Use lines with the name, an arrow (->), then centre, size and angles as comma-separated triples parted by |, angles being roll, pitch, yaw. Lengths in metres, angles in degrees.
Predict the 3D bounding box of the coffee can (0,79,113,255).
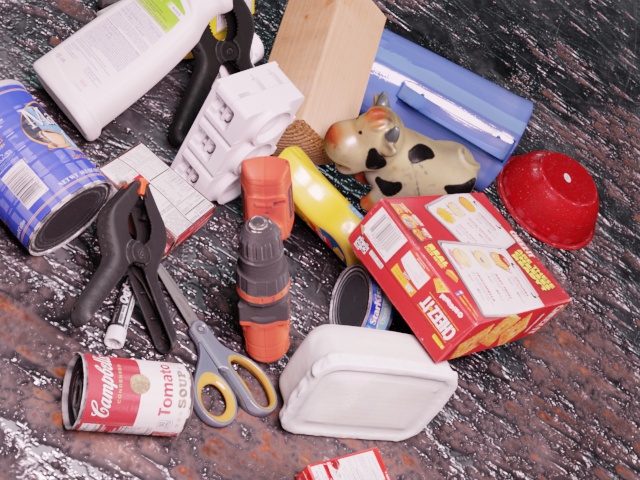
coffee can -> -0.284, -0.070, 1.029 | 0.140, 0.103, 0.102 | 47, 45, 9

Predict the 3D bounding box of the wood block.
wood block -> -0.003, -0.198, 1.258 | 0.090, 0.090, 0.206 | 39, 57, -43

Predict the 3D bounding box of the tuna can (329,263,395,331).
tuna can -> 0.044, 0.069, 1.136 | 0.033, 0.086, 0.086 | 13, 49, -26

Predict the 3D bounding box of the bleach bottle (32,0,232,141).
bleach bottle -> -0.181, -0.221, 1.155 | 0.250, 0.068, 0.102 | -38, 78, -11

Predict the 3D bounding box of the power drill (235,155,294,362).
power drill -> -0.057, 0.001, 1.075 | 0.057, 0.184, 0.187 | 1, 44, -1

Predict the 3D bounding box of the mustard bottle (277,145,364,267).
mustard bottle -> 0.019, -0.020, 1.193 | 0.058, 0.096, 0.191 | -44, 84, -4

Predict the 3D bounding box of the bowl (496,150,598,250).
bowl -> 0.321, -0.067, 1.446 | 0.162, 0.055, 0.162 | 17, 47, -20

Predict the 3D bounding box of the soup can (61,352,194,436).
soup can -> -0.173, 0.139, 0.955 | 0.102, 0.069, 0.068 | 10, 51, -27

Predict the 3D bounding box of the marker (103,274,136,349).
marker -> -0.189, 0.053, 1.049 | 0.020, 0.020, 0.121 | 23, 46, -15

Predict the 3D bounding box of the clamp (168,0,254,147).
clamp -> -0.121, -0.209, 1.229 | 0.164, 0.036, 0.210 | -20, 104, -38

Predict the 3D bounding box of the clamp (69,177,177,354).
clamp -> -0.188, 0.020, 1.012 | 0.120, 0.039, 0.171 | 18, 59, -55

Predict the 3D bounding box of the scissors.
scissors -> -0.127, 0.105, 1.049 | 0.202, 0.016, 0.096 | 44, 44, 7

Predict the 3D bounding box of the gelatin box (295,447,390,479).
gelatin box -> 0.028, 0.245, 1.023 | 0.089, 0.030, 0.073 | -7, 61, -36

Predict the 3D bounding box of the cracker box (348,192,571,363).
cracker box -> 0.149, 0.033, 1.127 | 0.213, 0.072, 0.164 | -6, 54, -53

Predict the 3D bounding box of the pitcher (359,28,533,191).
pitcher -> 0.140, -0.174, 1.361 | 0.242, 0.149, 0.145 | 29, 59, -5

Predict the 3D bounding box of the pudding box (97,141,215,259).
pudding box -> -0.177, -0.043, 1.113 | 0.113, 0.039, 0.089 | 42, 32, 1
